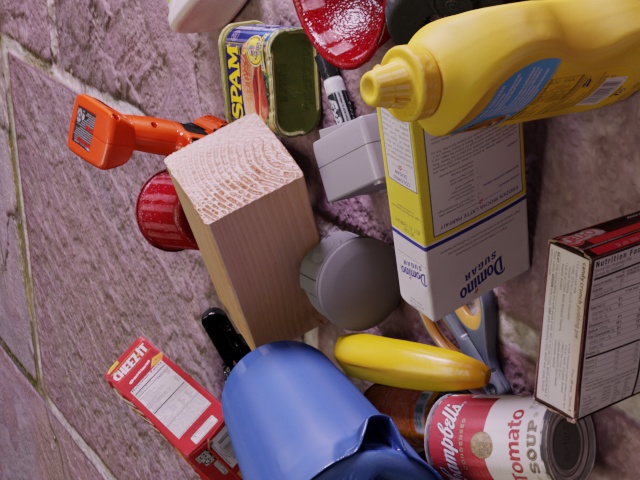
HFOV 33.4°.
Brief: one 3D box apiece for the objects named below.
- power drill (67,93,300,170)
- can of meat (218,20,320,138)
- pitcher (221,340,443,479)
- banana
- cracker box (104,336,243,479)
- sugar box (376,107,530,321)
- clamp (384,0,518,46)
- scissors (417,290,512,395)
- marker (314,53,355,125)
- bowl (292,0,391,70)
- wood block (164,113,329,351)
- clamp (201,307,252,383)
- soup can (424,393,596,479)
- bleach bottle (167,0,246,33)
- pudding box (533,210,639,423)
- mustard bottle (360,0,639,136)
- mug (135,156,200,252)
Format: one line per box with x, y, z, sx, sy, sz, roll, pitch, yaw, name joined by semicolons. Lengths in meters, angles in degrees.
-0.130;-0.088;1.012;0.185;0.187;0.057;27;107;53;power drill
-0.045;-0.146;0.970;0.084;0.057;0.102;19;118;53;can of meat
-0.004;0.180;0.834;0.145;0.149;0.243;52;177;-24;pitcher
0.059;0.096;0.865;0.198;0.069;0.037;-179;86;-67;banana
-0.130;0.213;1.174;0.214;0.072;0.164;27;159;51;cracker box
0.091;-0.040;0.715;0.048;0.093;0.176;39;146;45;sugar box
0.080;-0.170;0.693;0.210;0.164;0.036;100;-171;-58;clamp
0.136;0.095;0.807;0.202;0.016;0.096;52;143;35;scissors
0.020;-0.108;0.914;0.020;0.020;0.121;-28;78;59;marker
0.031;-0.214;0.808;0.162;0.055;0.162;43;141;48;bowl
-0.056;0.001;0.943;0.090;0.090;0.206;53;167;36;wood block
-0.083;0.122;1.081;0.171;0.039;0.120;7;-108;-87;clamp
0.134;0.143;0.758;0.102;0.068;0.068;-8;96;44;soup can
-0.138;-0.337;1.042;0.103;0.068;0.251;-34;71;58;bleach bottle
0.176;0.044;0.646;0.039;0.089;0.113;29;127;51;pudding box
0.105;-0.098;0.604;0.096;0.191;0.058;-42;66;57;mustard bottle
-0.140;-0.043;1.141;0.082;0.093;0.117;5;105;54;mug
